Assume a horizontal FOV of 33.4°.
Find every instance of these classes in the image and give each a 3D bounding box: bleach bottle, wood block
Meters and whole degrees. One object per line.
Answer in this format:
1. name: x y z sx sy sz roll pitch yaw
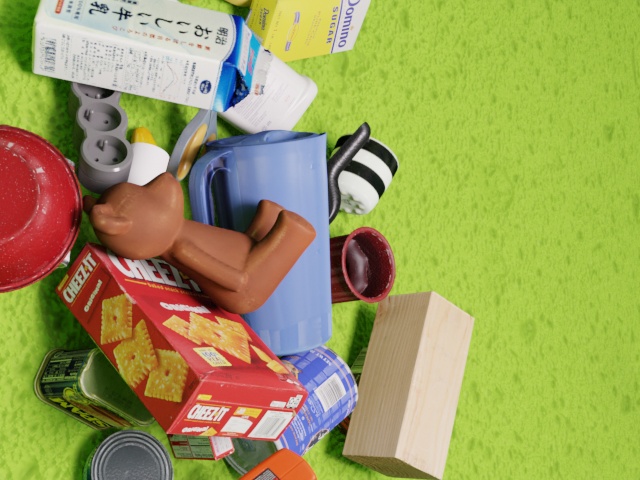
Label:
1. bleach bottle: -0.124 -0.212 1.205 0.250 0.068 0.102 37 90 -32
2. wood block: 0.109 0.176 1.293 0.090 0.091 0.206 32 62 -36

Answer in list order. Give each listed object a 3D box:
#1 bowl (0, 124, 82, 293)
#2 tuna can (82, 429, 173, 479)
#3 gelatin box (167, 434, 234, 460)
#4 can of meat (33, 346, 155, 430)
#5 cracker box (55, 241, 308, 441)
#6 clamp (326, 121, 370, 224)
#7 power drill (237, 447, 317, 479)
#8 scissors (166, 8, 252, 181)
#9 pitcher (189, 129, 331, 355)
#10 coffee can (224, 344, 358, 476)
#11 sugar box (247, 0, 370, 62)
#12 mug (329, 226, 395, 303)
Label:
1. bowl: -0.299 -0.035 0.967 0.162 0.055 0.162 2 78 -9
2. tuna can: -0.193 0.235 1.070 0.086 0.034 0.086 12 65 -26
3. gelatin box: -0.133 0.186 1.125 0.030 0.073 0.089 -21 97 -44
4. can of meat: -0.215 0.145 1.048 0.102 0.084 0.057 38 58 -33
5. cracker box: -0.132 0.097 1.036 0.163 0.214 0.072 18 111 -53
6. clamp: 0.000 -0.076 1.291 0.039 0.120 0.171 31 60 -76
7. power drill: -0.052 0.300 1.120 0.184 0.057 0.188 -34 149 -35
8. scissors: -0.114 -0.152 1.182 0.201 0.016 0.096 -63 168 -7
9. pitcher: -0.058 0.001 1.180 0.145 0.149 0.243 -95 180 -79
10. coffee can: -0.039 0.190 1.195 0.140 0.103 0.103 -36 107 -42
11. sugar box: -0.015 -0.272 1.315 0.175 0.093 0.048 -18 51 -42
12. mug: 0.041 0.036 1.316 0.117 0.082 0.093 12 74 -42
